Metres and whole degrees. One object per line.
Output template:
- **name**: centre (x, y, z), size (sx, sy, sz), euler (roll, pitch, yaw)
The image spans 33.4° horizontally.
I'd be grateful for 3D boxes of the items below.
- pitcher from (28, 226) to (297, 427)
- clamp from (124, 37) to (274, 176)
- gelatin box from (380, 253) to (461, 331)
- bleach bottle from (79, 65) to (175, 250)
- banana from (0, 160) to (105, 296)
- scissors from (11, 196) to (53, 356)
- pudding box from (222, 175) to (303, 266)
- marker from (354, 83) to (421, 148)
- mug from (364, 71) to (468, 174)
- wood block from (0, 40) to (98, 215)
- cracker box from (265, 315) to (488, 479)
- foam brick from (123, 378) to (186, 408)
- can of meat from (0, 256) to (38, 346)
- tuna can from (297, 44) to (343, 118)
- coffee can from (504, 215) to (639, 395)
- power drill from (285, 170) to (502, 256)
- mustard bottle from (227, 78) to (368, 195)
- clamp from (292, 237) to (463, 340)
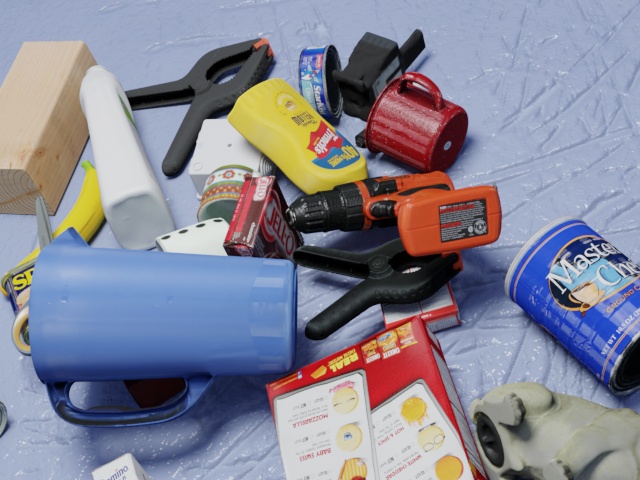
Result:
- **pitcher**: centre (-0.144, 0.081, 1.005), size (0.243, 0.149, 0.145), euler (1, 33, 1)
- **clamp**: centre (-0.143, -0.173, 1.307), size (0.210, 0.036, 0.165), euler (-30, 53, -3)
- **gelatin box**: centre (0.095, 0.053, 1.075), size (0.073, 0.030, 0.089), euler (-17, 51, 5)
- **bleach bottle**: centre (-0.235, -0.110, 1.244), size (0.068, 0.102, 0.251), euler (-20, 51, -4)
- **banana**: centre (-0.293, -0.011, 1.231), size (0.070, 0.037, 0.197), euler (1, 51, 39)
- **scissors**: centre (-0.301, 0.043, 1.130), size (0.096, 0.016, 0.202), euler (-31, 57, -8)
- **pudding box**: centre (-0.057, 0.001, 1.103), size (0.039, 0.113, 0.090), euler (4, 56, 19)
- **marker**: centre (0.077, -0.142, 1.216), size (0.020, 0.020, 0.121), euler (23, 50, 29)
- **mug**: centre (0.108, -0.130, 1.158), size (0.082, 0.117, 0.093), euler (29, 51, 26)
- **wood block**: centre (-0.344, -0.140, 1.305), size (0.091, 0.090, 0.206), euler (3, 55, 18)
- **cracker box**: centre (0.054, 0.195, 0.939), size (0.164, 0.072, 0.214), euler (-26, 51, 13)
- **foam brick**: centre (-0.178, 0.123, 1.085), size (0.051, 0.053, 0.078), euler (-28, 52, -7)
- **can of meat**: centre (-0.286, 0.062, 1.160), size (0.102, 0.057, 0.084), euler (-27, 54, -5)
- **tuna can**: centre (0.001, -0.184, 1.244), size (0.034, 0.086, 0.086), euler (-2, 53, 15)
- **coffee can**: centre (0.254, 0.058, 0.980), size (0.102, 0.103, 0.140), euler (-35, 53, -12)
- **power drill**: centre (0.076, -0.029, 1.048), size (0.184, 0.057, 0.188), euler (-12, 14, -18)
- **mustard bottle**: centre (-0.006, -0.094, 1.170), size (0.192, 0.058, 0.096), euler (44, 36, 10)
- **clamp**: centre (0.052, 0.030, 1.061), size (0.171, 0.039, 0.120), euler (-17, 50, -5)
